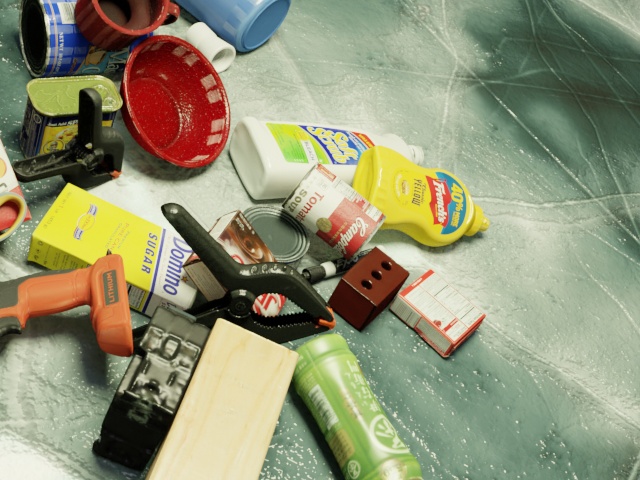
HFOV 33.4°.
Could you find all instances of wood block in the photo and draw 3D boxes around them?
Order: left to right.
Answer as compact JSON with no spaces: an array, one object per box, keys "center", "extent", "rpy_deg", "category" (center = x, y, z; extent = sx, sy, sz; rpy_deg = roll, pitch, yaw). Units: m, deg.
[{"center":[-0.098,0.186,0.979],"extent":[0.090,0.091,0.206],"rpy_deg":[24,43,-4],"category":"wood block"}]

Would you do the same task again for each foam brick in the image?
[{"center":[0.054,0.054,1.205],"extent":[0.053,0.051,0.078],"rpy_deg":[38,44,11],"category":"foam brick"}]

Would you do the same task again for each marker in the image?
[{"center":[0.027,0.028,1.240],"extent":[0.120,0.020,0.020],"rpy_deg":[-16,58,-36],"category":"marker"}]

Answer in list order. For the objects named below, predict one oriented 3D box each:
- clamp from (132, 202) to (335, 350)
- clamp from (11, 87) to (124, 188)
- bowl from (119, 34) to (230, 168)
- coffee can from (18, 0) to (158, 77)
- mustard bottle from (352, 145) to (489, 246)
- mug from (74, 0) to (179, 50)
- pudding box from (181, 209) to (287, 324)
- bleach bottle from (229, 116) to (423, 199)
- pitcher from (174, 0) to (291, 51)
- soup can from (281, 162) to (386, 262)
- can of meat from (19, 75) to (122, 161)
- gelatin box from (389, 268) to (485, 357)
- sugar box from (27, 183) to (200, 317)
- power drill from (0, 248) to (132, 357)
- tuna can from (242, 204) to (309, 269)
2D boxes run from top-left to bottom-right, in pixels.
[{"center":[-0.090,0.064,1.065],"extent":[0.209,0.165,0.036],"rpy_deg":[20,24,-18],"category":"clamp"},{"center":[-0.262,-0.089,1.141],"extent":[0.120,0.171,0.039],"rpy_deg":[-39,73,-7],"category":"clamp"},{"center":[-0.182,-0.157,1.259],"extent":[0.161,0.055,0.162],"rpy_deg":[19,64,-44],"category":"bowl"},{"center":[-0.282,-0.253,1.296],"extent":[0.140,0.103,0.103],"rpy_deg":[-9,54,-32],"category":"coffee can"},{"center":[0.131,-0.044,1.313],"extent":[0.191,0.058,0.096],"rpy_deg":[18,69,-30],"category":"mustard bottle"},{"center":[-0.220,-0.267,1.225],"extent":[0.117,0.082,0.093],"rpy_deg":[2,80,-30],"category":"mug"},{"center":[-0.085,0.039,1.127],"extent":[0.113,0.039,0.090],"rpy_deg":[53,39,-19],"category":"pudding box"},{"center":[0.018,-0.106,1.333],"extent":[0.250,0.068,0.103],"rpy_deg":[-6,55,-32],"category":"bleach bottle"},{"center":[-0.154,-0.373,1.464],"extent":[0.243,0.145,0.149],"rpy_deg":[43,66,11],"category":"pitcher"},{"center":[0.015,-0.033,1.214],"extent":[0.102,0.069,0.068],"rpy_deg":[39,44,-1],"category":"soup can"},{"center":[-0.282,-0.133,1.197],"extent":[0.101,0.084,0.057],"rpy_deg":[-10,54,-32],"category":"can of meat"},{"center":[0.136,0.083,1.233],"extent":[0.089,0.030,0.073],"rpy_deg":[41,44,15],"category":"gelatin box"},{"center":[-0.207,0.016,1.121],"extent":[0.176,0.048,0.093],"rpy_deg":[23,43,-3],"category":"sugar box"},{"center":[-0.272,0.078,0.994],"extent":[0.187,0.057,0.184],"rpy_deg":[-4,46,-12],"category":"power drill"},{"center":[-0.058,0.001,1.214],"extent":[0.086,0.034,0.086],"rpy_deg":[13,45,-14],"category":"tuna can"}]
